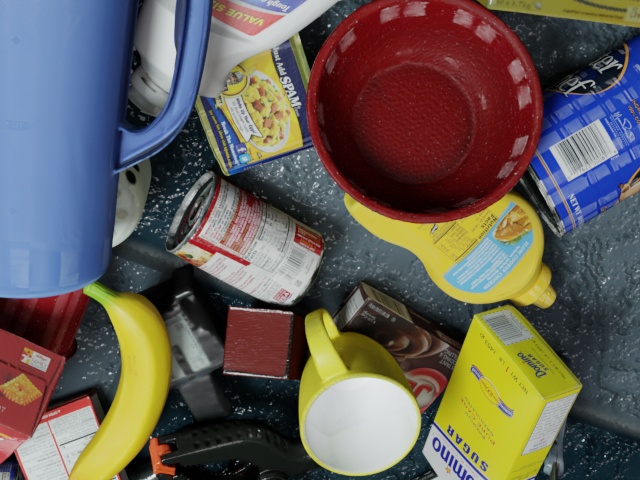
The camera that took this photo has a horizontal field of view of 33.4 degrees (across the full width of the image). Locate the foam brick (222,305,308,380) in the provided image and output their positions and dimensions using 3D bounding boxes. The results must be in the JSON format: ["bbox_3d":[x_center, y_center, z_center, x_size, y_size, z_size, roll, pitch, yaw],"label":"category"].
[{"bbox_3d":[-0.040,0.080,0.824,0.053,0.078,0.051,4,83,8],"label":"foam brick"}]

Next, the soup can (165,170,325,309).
[{"bbox_3d":[-0.055,0.001,0.802,0.102,0.068,0.068,29,107,-20],"label":"soup can"}]

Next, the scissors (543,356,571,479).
[{"bbox_3d":[0.186,0.185,0.870,0.016,0.201,0.096,12,138,6],"label":"scissors"}]

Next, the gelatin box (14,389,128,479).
[{"bbox_3d":[-0.203,0.176,0.866,0.073,0.030,0.089,-20,94,1],"label":"gelatin box"}]

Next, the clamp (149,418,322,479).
[{"bbox_3d":[-0.034,0.181,0.863,0.209,0.036,0.165,22,117,-31],"label":"clamp"}]

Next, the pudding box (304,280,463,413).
[{"bbox_3d":[0.052,0.097,0.879,0.113,0.039,0.090,32,107,-20],"label":"pudding box"}]

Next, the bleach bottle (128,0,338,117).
[{"bbox_3d":[-0.024,-0.170,0.661,0.102,0.068,0.251,40,105,-20],"label":"bleach bottle"}]

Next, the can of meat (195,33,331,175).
[{"bbox_3d":[-0.046,-0.104,0.761,0.084,0.057,0.102,-18,116,1],"label":"can of meat"}]

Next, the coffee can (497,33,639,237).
[{"bbox_3d":[0.212,-0.081,0.787,0.140,0.103,0.102,-30,116,6],"label":"coffee can"}]

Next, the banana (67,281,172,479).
[{"bbox_3d":[-0.149,0.113,0.806,0.069,0.037,0.198,9,117,-4],"label":"banana"}]

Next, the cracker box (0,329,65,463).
[{"bbox_3d":[-0.298,0.110,0.754,0.164,0.072,0.214,28,145,-19],"label":"cracker box"}]

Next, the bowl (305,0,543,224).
[{"bbox_3d":[0.069,-0.088,0.742,0.162,0.055,0.162,0,83,-3],"label":"bowl"}]

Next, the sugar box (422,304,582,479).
[{"bbox_3d":[0.140,0.146,0.857,0.048,0.093,0.176,-11,136,-28],"label":"sugar box"}]

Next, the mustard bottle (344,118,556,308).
[{"bbox_3d":[0.116,-0.006,0.831,0.191,0.058,0.096,38,98,-22],"label":"mustard bottle"}]

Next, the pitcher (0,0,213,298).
[{"bbox_3d":[-0.162,-0.092,0.630,0.144,0.149,0.243,-13,119,-42],"label":"pitcher"}]

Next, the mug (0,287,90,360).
[{"bbox_3d":[-0.219,0.026,0.784,0.117,0.093,0.081,28,105,13],"label":"mug"}]
